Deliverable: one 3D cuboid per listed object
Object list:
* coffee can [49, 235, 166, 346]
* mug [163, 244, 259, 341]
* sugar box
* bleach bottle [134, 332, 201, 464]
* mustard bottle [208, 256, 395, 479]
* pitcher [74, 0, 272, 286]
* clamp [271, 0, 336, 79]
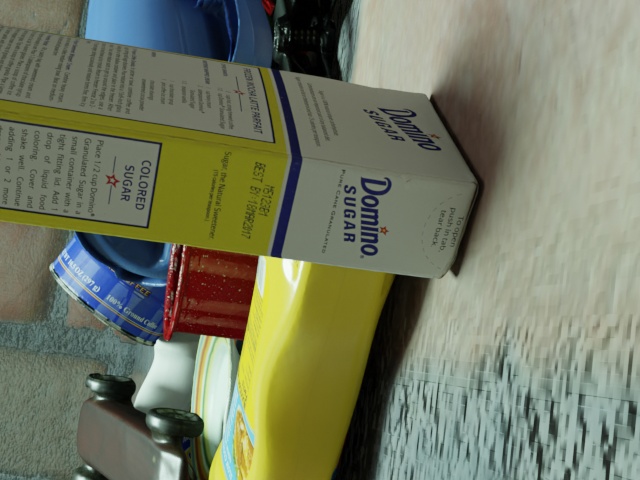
[{"bbox_3d":[-0.126,-0.004,0.827,0.140,0.102,0.103,-51,14,1],"label":"coffee can"},{"bbox_3d":[-0.036,0.001,0.574,0.093,0.081,0.117,122,154,-63],"label":"mug"},{"bbox_3d":[-0.041,-0.033,0.383,0.093,0.176,0.048,-102,25,-62],"label":"sugar box"},{"bbox_3d":[-0.124,0.168,0.866,0.102,0.068,0.251,8,-89,-61],"label":"bleach bottle"},{"bbox_3d":[-0.012,0.067,0.469,0.096,0.058,0.192,-105,26,-65],"label":"mustard bottle"},{"bbox_3d":[-0.092,-0.102,0.700,0.243,0.149,0.145,-104,-8,-47],"label":"pitcher"},{"bbox_3d":[-0.008,-0.129,0.636,0.171,0.039,0.120,-129,48,-71],"label":"clamp"}]
